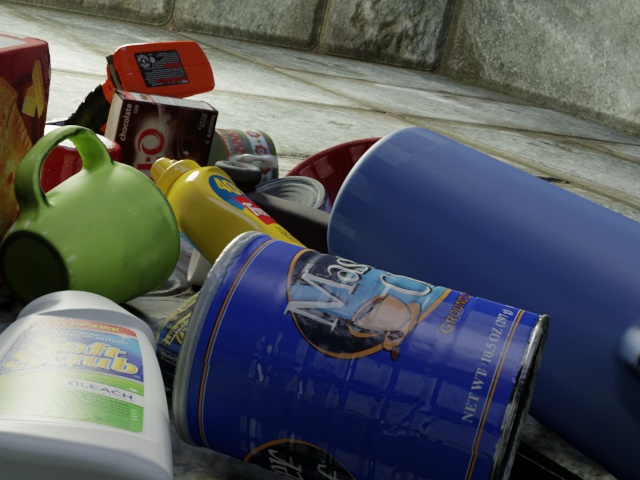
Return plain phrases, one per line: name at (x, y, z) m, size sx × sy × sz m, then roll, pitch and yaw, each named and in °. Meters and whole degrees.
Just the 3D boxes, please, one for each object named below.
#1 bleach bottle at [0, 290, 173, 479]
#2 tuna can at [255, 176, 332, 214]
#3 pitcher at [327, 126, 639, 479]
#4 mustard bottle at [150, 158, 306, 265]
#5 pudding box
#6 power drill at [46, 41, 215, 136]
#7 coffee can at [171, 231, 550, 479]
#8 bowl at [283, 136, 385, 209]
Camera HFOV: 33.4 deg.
bleach bottle at (-0.125, 0.073, 0.504) m, size 0.102 × 0.068 × 0.251 m, roll 10°, pitch 12°, yaw -14°
tuna can at (-0.032, -0.019, 0.918) m, size 0.086 × 0.034 × 0.086 m, roll -12°, pitch 34°, yaw 8°
pitcher at (0.128, 0.031, 0.627) m, size 0.243 × 0.149 × 0.144 m, roll 33°, pitch 50°, yaw 33°
mustard bottle at (-0.055, 0.001, 0.741) m, size 0.192 × 0.058 × 0.096 m, roll 40°, pitch 5°, yaw 29°
pudding box at (-0.147, -0.072, 0.945) m, size 0.089 × 0.113 × 0.039 m, roll 4°, pitch 19°, yaw -30°
power drill at (-0.187, -0.127, 1.044) m, size 0.184 × 0.057 × 0.188 m, roll -19°, pitch -8°, yaw -47°
coffee can at (0.020, 0.063, 0.475) m, size 0.140 × 0.103 × 0.102 m, roll 16°, pitch 14°, yaw 16°
bowl at (0.039, -0.031, 0.987) m, size 0.162 × 0.055 × 0.162 m, roll -11°, pitch 34°, yaw 7°
